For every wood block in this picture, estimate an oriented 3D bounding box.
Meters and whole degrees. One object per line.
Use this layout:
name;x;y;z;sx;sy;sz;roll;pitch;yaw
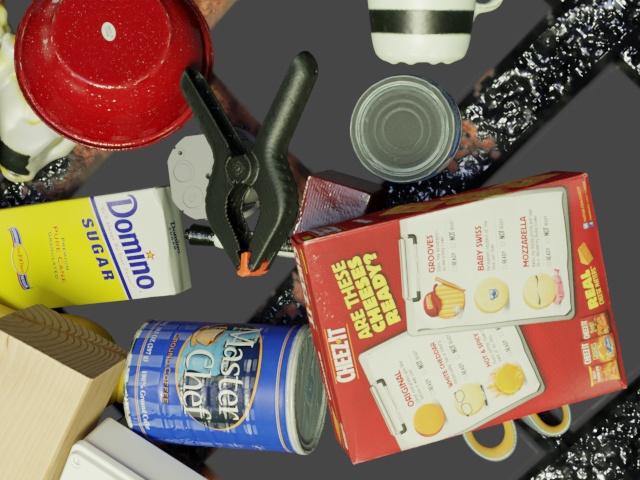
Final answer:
wood block;-0.243;0.165;0.839;0.091;0.090;0.206;28;101;6

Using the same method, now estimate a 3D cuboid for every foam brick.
foam brick;0.016;-0.022;0.836;0.051;0.078;0.053;18;100;11

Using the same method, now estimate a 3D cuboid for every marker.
marker;-0.056;0.001;0.889;0.121;0.020;0.020;7;97;15

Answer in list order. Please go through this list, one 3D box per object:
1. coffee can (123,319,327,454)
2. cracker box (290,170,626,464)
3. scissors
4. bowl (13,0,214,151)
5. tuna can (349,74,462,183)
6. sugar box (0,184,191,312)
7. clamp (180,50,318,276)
coffee can;-0.074;0.117;0.862;0.140;0.102;0.103;1;96;15
cracker box;0.100;0.051;0.780;0.213;0.072;0.164;-14;97;-9
scissors;0.108;0.095;0.855;0.202;0.016;0.096;40;103;8
bowl;-0.165;-0.156;0.849;0.162;0.055;0.162;1;79;-8
tuna can;0.067;-0.087;0.838;0.086;0.033;0.086;2;96;15
sugar box;-0.204;0.008;0.916;0.176;0.048;0.093;-8;95;17
clamp;-0.045;-0.061;0.806;0.120;0.039;0.171;-12;87;36
